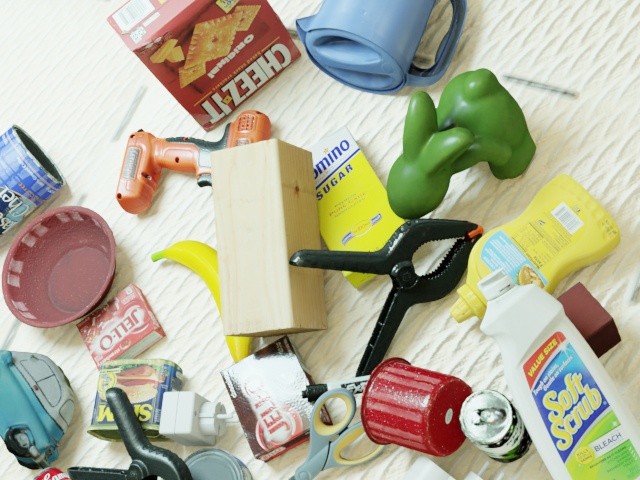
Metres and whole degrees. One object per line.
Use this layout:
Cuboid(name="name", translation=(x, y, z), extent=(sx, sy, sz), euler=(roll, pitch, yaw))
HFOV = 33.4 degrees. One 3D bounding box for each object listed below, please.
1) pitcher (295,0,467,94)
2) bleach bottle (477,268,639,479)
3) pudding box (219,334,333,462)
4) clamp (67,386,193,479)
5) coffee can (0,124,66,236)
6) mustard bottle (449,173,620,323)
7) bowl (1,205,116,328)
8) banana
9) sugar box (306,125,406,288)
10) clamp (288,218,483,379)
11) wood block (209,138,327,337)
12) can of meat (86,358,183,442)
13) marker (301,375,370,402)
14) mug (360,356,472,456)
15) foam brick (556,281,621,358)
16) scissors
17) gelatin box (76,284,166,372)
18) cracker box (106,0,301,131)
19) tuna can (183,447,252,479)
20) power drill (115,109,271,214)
Cuboid(name="pitcher", translation=(0.093, -0.305, 1.292), extent=(0.145, 0.149, 0.242), euler=(5, 64, 48))
Cuboid(name="bleach bottle", translation=(0.221, 0.143, 1.009), extent=(0.102, 0.068, 0.251), euler=(-33, 89, 6))
Cuboid(name="pudding box", translation=(-0.049, 0.175, 1.178), extent=(0.090, 0.039, 0.113), euler=(-29, 61, 6))
Cuboid(name="clamp", translation=(-0.193, 0.239, 1.153), extent=(0.172, 0.039, 0.120), euler=(23, 105, 22))
Cuboid(name="coffee can", translation=(-0.419, -0.068, 1.390), extent=(0.140, 0.102, 0.103), euler=(-39, 60, 1))
Cuboid(name="mustard bottle", translation=(0.216, 0.022, 1.132), extent=(0.191, 0.058, 0.096), euler=(-39, 67, 1))
Cuboid(name="bowl", translation=(-0.314, 0.040, 1.329), extent=(0.162, 0.055, 0.162), euler=(-8, 65, 18))
Cuboid(name="banana", translation=(-0.125, 0.059, 1.263), extent=(0.070, 0.037, 0.198), euler=(-53, 57, 15))
Cuboid(name="sugar box", translation=(0.034, -0.042, 1.238), extent=(0.093, 0.048, 0.176), euler=(-33, 61, 5))
Cuboid(name="clamp", translation=(0.088, 0.048, 1.158), extent=(0.210, 0.164, 0.036), euler=(-25, 15, -10))
Cuboid(name="wood block", translation=(-0.057, 0.001, 1.194), extent=(0.090, 0.090, 0.206), euler=(-9, 80, 26))
Cuboid(name="can of meat", translation=(-0.211, 0.184, 1.227), extent=(0.102, 0.057, 0.084), euler=(-4, 64, 19))
Cuboid(name="marker", translation=(0.039, 0.155, 1.141), extent=(0.121, 0.020, 0.020), euler=(-8, 63, -5))
Cuboid(name="mug", translation=(0.109, 0.168, 1.088), extent=(0.082, 0.117, 0.093), euler=(8, 108, 44))
Cuboid(name="foam brick", translation=(0.263, 0.086, 1.075), extent=(0.051, 0.078, 0.053), euler=(-38, 60, 3))
Cuboid(name="scissors", translation=(-0.020, 0.229, 1.133), extent=(0.202, 0.016, 0.096), euler=(-29, 99, 6))
Cuboid(name="gelatin box", translation=(-0.241, 0.107, 1.286), extent=(0.089, 0.030, 0.073), euler=(-36, 60, 3))
Cuboid(name="cracker box", translation=(-0.133, -0.245, 1.294), extent=(0.164, 0.213, 0.072), euler=(-38, 62, 2))
Cuboid(name="tuna can", translation=(-0.117, 0.272, 1.165), extent=(0.086, 0.033, 0.086), euler=(-8, 65, 18))
Cuboid(name="power drill", translation=(-0.156, -0.072, 1.319), extent=(0.188, 0.057, 0.184), euler=(0, 64, 18))
